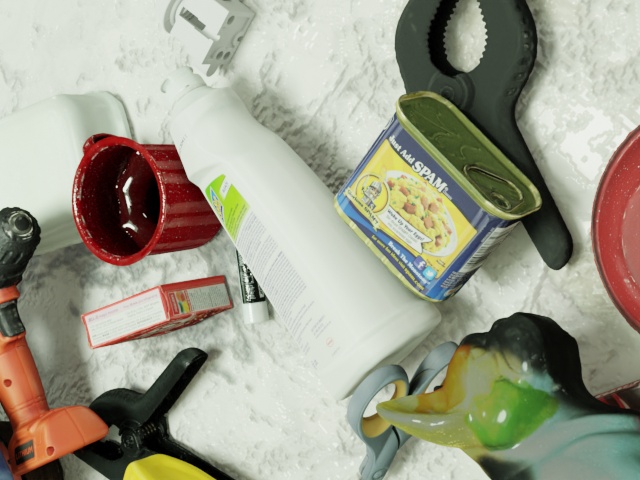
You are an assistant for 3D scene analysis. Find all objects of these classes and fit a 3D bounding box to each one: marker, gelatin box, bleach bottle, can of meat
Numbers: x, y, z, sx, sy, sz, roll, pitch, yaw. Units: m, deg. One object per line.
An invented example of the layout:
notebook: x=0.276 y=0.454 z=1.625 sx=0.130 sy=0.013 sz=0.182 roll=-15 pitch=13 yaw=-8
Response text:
marker: x=-0.055 y=0.001 z=0.789 sx=0.020 sy=0.020 sz=0.121 roll=-8 pitch=89 yaw=34
gelatin box: x=-0.124 y=0.055 z=0.806 sx=0.089 sy=0.073 sz=0.030 roll=-22 pitch=82 yaw=33
bleach bottle: x=-0.028 y=-0.019 z=0.717 sx=0.251 sy=0.068 sz=0.103 roll=54 pitch=150 yaw=13
can of meat: x=0.067 y=-0.025 z=0.645 sx=0.102 sy=0.057 sz=0.084 roll=48 pitch=126 yaw=17

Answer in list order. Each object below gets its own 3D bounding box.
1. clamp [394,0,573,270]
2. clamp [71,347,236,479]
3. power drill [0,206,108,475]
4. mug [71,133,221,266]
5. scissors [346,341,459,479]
clamp: x=0.096 y=-0.086 z=0.668 sx=0.165 sy=0.036 sz=0.210 roll=18 pitch=108 yaw=30
clamp: x=-0.137 y=0.143 z=0.844 sx=0.172 sy=0.039 sz=0.120 roll=-4 pitch=91 yaw=34
power drill: x=-0.232 y=0.079 z=0.827 sx=0.185 sy=0.057 sz=0.188 roll=-33 pitch=79 yaw=53
mug: x=-0.131 y=-0.039 z=0.799 sx=0.117 sy=0.081 sz=0.093 roll=44 pitch=116 yaw=23
scissors: x=0.027 y=0.146 z=0.706 sx=0.016 sy=0.096 sz=0.202 roll=48 pitch=115 yaw=36
